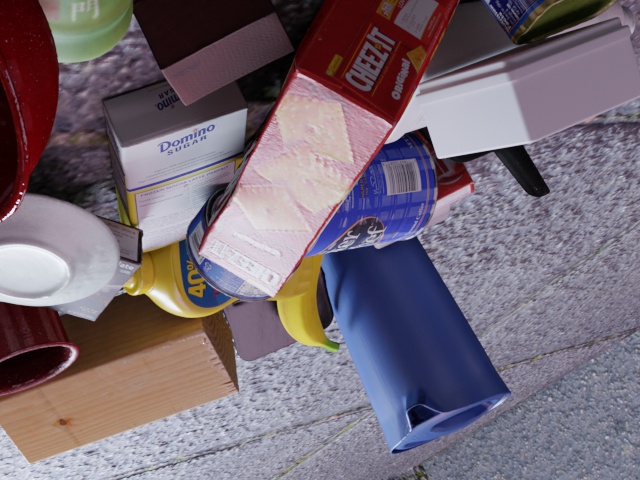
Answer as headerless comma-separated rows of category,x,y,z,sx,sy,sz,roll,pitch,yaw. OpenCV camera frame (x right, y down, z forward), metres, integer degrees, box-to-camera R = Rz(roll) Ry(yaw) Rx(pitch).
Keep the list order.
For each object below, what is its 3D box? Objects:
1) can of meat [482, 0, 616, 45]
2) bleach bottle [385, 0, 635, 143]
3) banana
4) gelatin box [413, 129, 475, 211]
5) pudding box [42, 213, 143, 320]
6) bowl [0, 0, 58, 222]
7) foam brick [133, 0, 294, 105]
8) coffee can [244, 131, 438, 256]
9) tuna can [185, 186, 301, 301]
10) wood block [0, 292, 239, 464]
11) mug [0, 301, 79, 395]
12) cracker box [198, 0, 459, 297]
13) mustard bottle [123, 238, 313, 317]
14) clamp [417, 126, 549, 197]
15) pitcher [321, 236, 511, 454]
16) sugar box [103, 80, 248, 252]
can of meat,0.143,-0.181,0.689,0.101,0.084,0.058,-25,165,-29
bleach bottle,0.148,-0.148,0.842,0.250,0.068,0.103,-17,157,-30
banana,-0.007,0.023,1.010,0.069,0.037,0.198,-14,123,-36
gelatin box,0.086,-0.060,0.977,0.089,0.073,0.030,-27,161,4
pudding box,-0.201,0.012,0.795,0.113,0.039,0.090,17,141,-28
bowl,-0.172,-0.088,0.487,0.055,0.162,0.162,-41,174,-39
foam brick,-0.064,-0.128,0.640,0.078,0.051,0.053,-26,160,1
coffee can,0.013,-0.042,0.886,0.140,0.103,0.103,-10,155,-40
tuna can,-0.055,0.001,0.798,0.085,0.086,0.034,-8,150,-41
wood block,-0.189,0.115,0.977,0.206,0.090,0.091,-19,127,5
mug,-0.254,0.075,0.887,0.093,0.081,0.117,-25,161,-1
cracker box,0.005,-0.085,0.692,0.164,0.072,0.214,-64,-174,-35
mustard bottle,-0.097,0.015,0.910,0.191,0.096,0.058,-10,-172,-36
clamp,0.162,-0.120,0.931,0.209,0.036,0.165,6,117,-39
pitcher,0.085,0.085,1.096,0.144,0.243,0.149,-17,160,-23
sugar box,-0.106,-0.056,0.790,0.093,0.048,0.176,-20,157,-16
